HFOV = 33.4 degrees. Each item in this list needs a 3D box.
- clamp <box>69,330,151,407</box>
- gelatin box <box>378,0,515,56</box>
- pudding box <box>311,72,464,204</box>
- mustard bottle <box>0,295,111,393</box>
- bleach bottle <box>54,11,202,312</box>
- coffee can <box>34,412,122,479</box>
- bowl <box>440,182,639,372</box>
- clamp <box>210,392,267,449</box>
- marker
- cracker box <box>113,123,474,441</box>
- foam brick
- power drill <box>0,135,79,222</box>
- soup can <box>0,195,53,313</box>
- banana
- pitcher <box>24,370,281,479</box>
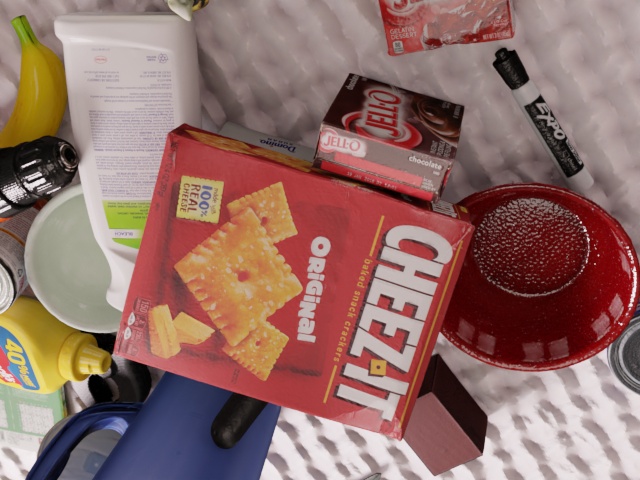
[{"bbox_3d":[-0.179,0.099,0.940,0.120,0.039,0.171,10,128,23],"label":"clamp"},{"bbox_3d":[0.083,-0.169,0.725,0.089,0.030,0.073,-5,118,17],"label":"gelatin box"},{"bbox_3d":[0.049,-0.073,0.740,0.090,0.113,0.039,18,116,3],"label":"pudding box"},{"bbox_3d":[-0.264,0.086,0.910,0.192,0.058,0.096,9,131,20],"label":"mustard bottle"},{"bbox_3d":[-0.138,-0.041,0.796,0.102,0.068,0.251,1,105,4],"label":"bleach bottle"},{"bbox_3d":[-0.215,0.230,0.968,0.103,0.102,0.140,28,139,-3],"label":"coffee can"},{"bbox_3d":[0.156,0.018,0.800,0.162,0.055,0.162,6,121,11],"label":"bowl"},{"bbox_3d":[-0.010,0.064,0.830,0.036,0.164,0.210,29,119,33],"label":"clamp"},{"bbox_3d":[0.158,-0.085,0.760,0.020,0.020,0.121,-26,110,26],"label":"marker"},{"bbox_3d":[-0.020,0.028,0.740,0.213,0.072,0.164,17,103,0],"label":"cracker box"},{"bbox_3d":[0.096,0.146,0.891,0.051,0.053,0.078,-29,108,27],"label":"foam brick"},{"bbox_3d":[-0.274,-0.100,0.795,0.185,0.057,0.187,-18,89,27],"label":"power drill"},{"bbox_3d":[-0.257,0.008,0.871,0.068,0.102,0.068,6,121,11],"label":"soup can"},{"bbox_3d":[-0.251,-0.086,0.857,0.069,0.037,0.198,44,121,8],"label":"banana"},{"bbox_3d":[-0.120,0.185,0.856,0.145,0.242,0.149,-15,115,21],"label":"pitcher"}]
